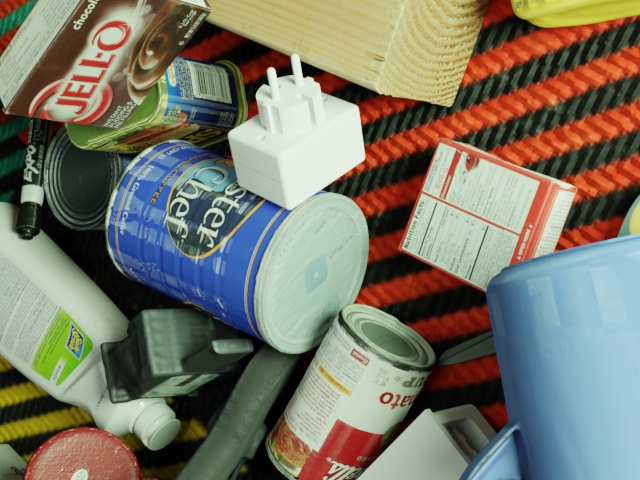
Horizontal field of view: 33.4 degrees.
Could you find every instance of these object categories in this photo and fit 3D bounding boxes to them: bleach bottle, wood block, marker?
[{"bbox_3d":[-0.201,0.076,0.823,0.251,0.067,0.103,39,113,27],"label":"bleach bottle"},{"bbox_3d":[-0.006,-0.163,0.665,0.206,0.090,0.091,29,107,33],"label":"wood block"},{"bbox_3d":[-0.225,-0.056,0.844,0.020,0.020,0.121,-19,59,35],"label":"marker"}]

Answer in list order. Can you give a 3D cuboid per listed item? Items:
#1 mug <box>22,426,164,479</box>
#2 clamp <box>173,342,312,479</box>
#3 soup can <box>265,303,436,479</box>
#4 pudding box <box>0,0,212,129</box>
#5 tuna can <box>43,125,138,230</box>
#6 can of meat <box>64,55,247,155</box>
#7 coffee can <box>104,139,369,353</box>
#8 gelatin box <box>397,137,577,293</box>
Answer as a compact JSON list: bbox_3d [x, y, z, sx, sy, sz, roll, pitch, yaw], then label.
[{"bbox_3d":[-0.157,0.183,0.762,0.082,0.117,0.093,109,162,-61],"label":"mug"},{"bbox_3d":[-0.057,0.132,0.696,0.039,0.120,0.171,34,67,5],"label":"clamp"},{"bbox_3d":[0.018,0.098,0.657,0.069,0.068,0.102,39,111,30],"label":"soup can"},{"bbox_3d":[-0.135,-0.120,0.651,0.114,0.089,0.039,-48,62,28],"label":"pudding box"},{"bbox_3d":[-0.172,-0.050,0.820,0.086,0.033,0.086,0,89,36],"label":"tuna can"},{"bbox_3d":[-0.117,-0.094,0.749,0.102,0.083,0.057,-15,80,35],"label":"can of meat"},{"bbox_3d":[-0.055,0.001,0.690,0.140,0.102,0.103,21,102,35],"label":"coffee can"},{"bbox_3d":[0.095,-0.012,0.618,0.089,0.030,0.073,28,104,43],"label":"gelatin box"}]
